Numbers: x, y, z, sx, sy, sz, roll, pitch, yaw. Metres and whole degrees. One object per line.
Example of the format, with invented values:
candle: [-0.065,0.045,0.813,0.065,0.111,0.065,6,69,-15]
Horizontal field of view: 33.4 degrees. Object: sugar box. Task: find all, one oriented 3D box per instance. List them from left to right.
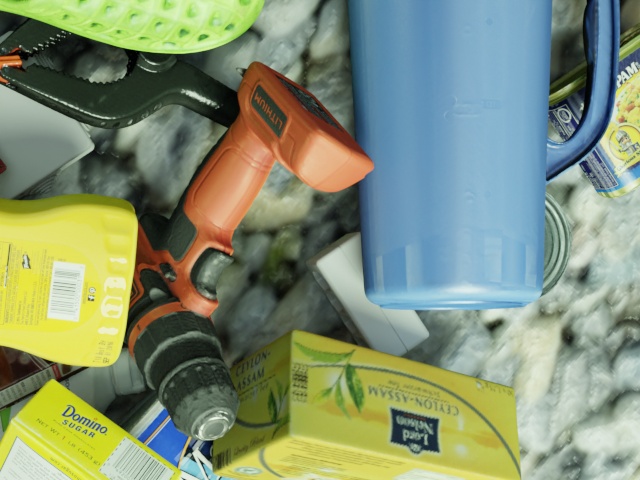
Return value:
sugar box: [-0.157,0.168,0.624,0.093,0.048,0.176,36,130,2]

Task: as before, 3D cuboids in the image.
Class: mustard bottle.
mustard bottle: [-0.202,0.014,0.591,0.191,0.058,0.096,7,105,-15]

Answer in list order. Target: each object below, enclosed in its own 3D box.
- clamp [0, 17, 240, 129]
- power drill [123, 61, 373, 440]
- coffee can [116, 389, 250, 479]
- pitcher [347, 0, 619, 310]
clamp: [-0.106,-0.133,0.683,0.209,0.036,0.164,-3,88,-23]
power drill: [-0.054,0.001,0.634,0.057,0.185,0.188,27,109,-43]
coffee can: [-0.082,0.172,0.684,0.103,0.103,0.140,-45,95,-2]
pitcher: [0.091,-0.080,0.658,0.144,0.149,0.243,7,81,-49]
